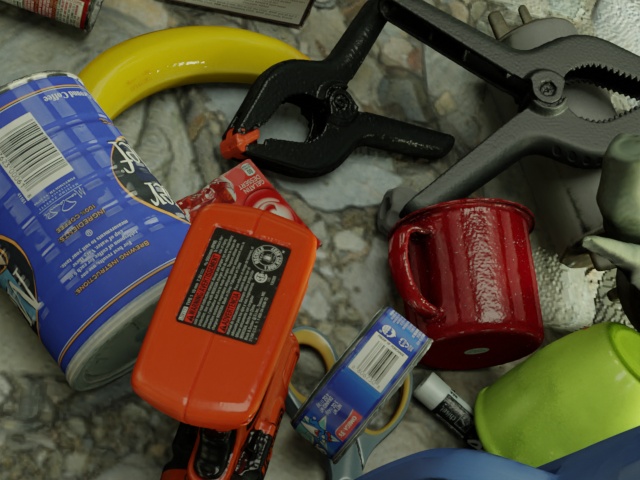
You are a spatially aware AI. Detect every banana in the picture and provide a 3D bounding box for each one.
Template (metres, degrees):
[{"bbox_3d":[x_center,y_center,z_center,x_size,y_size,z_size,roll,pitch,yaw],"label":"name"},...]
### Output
[{"bbox_3d":[-0.092,-0.105,0.694,0.197,0.037,0.069,-27,98,-30],"label":"banana"}]

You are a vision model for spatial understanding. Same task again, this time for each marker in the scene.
[{"bbox_3d":[0.107,0.127,0.647,0.121,0.020,0.020,42,54,5],"label":"marker"}]

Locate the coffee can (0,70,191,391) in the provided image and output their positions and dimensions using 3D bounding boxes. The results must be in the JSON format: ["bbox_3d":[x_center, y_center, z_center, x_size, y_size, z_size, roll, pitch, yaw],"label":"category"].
[{"bbox_3d":[-0.130,-0.005,0.574,0.102,0.103,0.140,-31,76,-34],"label":"coffee can"}]

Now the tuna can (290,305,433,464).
[{"bbox_3d":[0.022,0.077,0.579,0.034,0.086,0.086,39,54,6],"label":"tuna can"}]

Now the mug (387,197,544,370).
[{"bbox_3d":[0.084,0.027,0.648,0.117,0.093,0.081,22,55,-45],"label":"mug"}]

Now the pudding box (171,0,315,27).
[{"bbox_3d":[-0.061,-0.207,0.763,0.113,0.039,0.090,7,59,-17],"label":"pudding box"}]

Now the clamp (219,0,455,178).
[{"bbox_3d":[0.007,-0.099,0.714,0.171,0.039,0.120,-15,82,-32],"label":"clamp"}]

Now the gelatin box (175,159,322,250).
[{"bbox_3d":[-0.054,0.001,0.647,0.089,0.030,0.073,-34,78,-34],"label":"gelatin box"}]

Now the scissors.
[{"bbox_3d":[-0.002,0.129,0.602,0.096,0.016,0.201,27,54,-4],"label":"scissors"}]

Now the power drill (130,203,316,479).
[{"bbox_3d":[-0.051,0.086,0.504,0.057,0.188,0.184,15,57,2],"label":"power drill"}]

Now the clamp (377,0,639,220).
[{"bbox_3d":[0.138,-0.100,0.704,0.210,0.036,0.164,-8,72,-9],"label":"clamp"}]
